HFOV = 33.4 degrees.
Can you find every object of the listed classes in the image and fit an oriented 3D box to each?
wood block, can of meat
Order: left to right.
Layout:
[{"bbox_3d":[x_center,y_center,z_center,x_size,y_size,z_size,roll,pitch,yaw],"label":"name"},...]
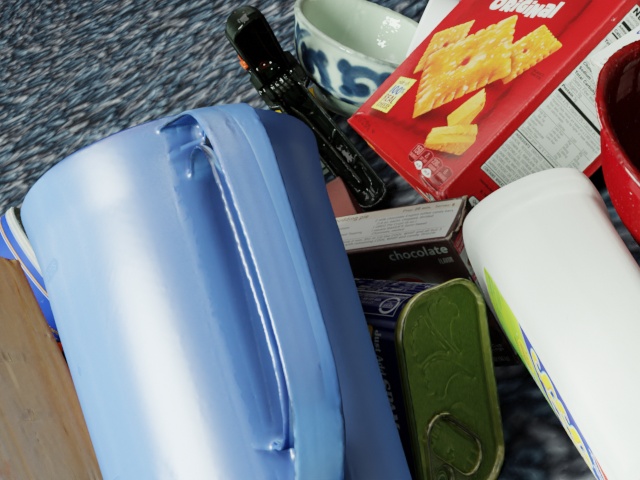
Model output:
[{"bbox_3d":[-0.159,0.112,0.493,0.091,0.090,0.206,-39,66,17],"label":"wood block"},{"bbox_3d":[0.034,0.068,0.510,0.057,0.102,0.084,-18,13,-40],"label":"can of meat"}]

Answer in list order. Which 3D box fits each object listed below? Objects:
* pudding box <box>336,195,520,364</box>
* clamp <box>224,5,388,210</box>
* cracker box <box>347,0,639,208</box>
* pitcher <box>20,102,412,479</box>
[{"bbox_3d":[0.042,0.027,0.567,0.114,0.090,0.039,-11,38,34],"label":"pudding box"},{"bbox_3d":[-0.022,-0.106,0.768,0.036,0.164,0.210,-37,20,1],"label":"clamp"},{"bbox_3d":[0.130,-0.109,0.641,0.214,0.072,0.164,-47,26,6],"label":"cracker box"},{"bbox_3d":[-0.028,0.073,0.426,0.145,0.149,0.243,-26,70,20],"label":"pitcher"}]
